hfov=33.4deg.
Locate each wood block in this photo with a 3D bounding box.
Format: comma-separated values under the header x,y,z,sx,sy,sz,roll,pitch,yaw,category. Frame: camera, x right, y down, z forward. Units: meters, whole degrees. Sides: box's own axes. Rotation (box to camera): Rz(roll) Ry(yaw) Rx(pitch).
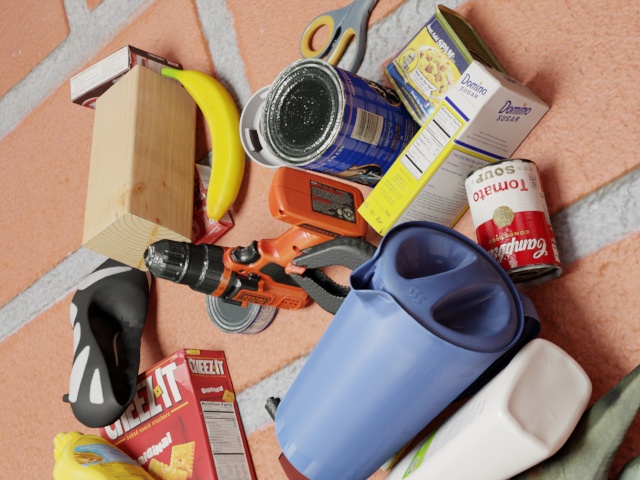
x,y,z,sx,sy,sz,roll,pitch,yaw,category
-0.204,-0.084,1.220,0.091,0.090,0.206,-30,49,37,wood block

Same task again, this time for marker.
x,y,z,sx,sy,sz,roll,pitch,yaw,category
-0.026,0.211,1.101,0.020,0.020,0.121,-48,56,24,marker

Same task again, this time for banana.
x,y,z,sx,sy,sz,roll,pitch,yaw,category
-0.121,-0.119,1.215,0.069,0.037,0.198,-21,72,3,banana

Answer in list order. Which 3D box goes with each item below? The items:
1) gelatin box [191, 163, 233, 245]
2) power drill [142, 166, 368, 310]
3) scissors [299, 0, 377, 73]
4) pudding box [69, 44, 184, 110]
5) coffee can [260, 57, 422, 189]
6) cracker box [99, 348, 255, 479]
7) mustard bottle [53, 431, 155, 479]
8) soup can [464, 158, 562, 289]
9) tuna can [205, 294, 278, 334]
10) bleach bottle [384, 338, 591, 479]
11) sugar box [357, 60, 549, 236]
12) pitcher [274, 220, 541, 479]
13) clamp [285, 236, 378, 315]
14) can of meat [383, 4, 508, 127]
x,y,z,sx,sy,sz,roll,pitch,yaw,category
-0.146,-0.033,1.237,0.073,0.030,0.089,-40,59,29,gelatin box
-0.057,0.001,1.036,0.188,0.184,0.057,-40,46,46,power drill
0.036,-0.259,1.131,0.096,0.016,0.202,30,102,39,scissors
-0.237,-0.191,1.302,0.114,0.089,0.039,-23,68,35,pudding box
0.027,-0.109,1.031,0.103,0.140,0.103,-8,78,39,coffee can
-0.160,0.247,1.174,0.164,0.072,0.214,-32,62,32,cracker box
-0.223,0.252,1.116,0.192,0.096,0.058,28,100,41,mustard bottle
0.169,-0.013,0.943,0.069,0.068,0.102,-22,68,36,soup can
-0.085,0.060,1.167,0.086,0.033,0.086,-8,78,39,tuna can
0.123,0.180,0.917,0.068,0.102,0.251,42,141,2,bleach bottle
0.121,-0.075,0.977,0.176,0.093,0.048,-54,54,19,sugar box
0.065,0.110,0.916,0.149,0.144,0.243,40,130,7,pitcher
0.057,0.033,0.968,0.171,0.039,0.120,22,110,4,clamp
0.119,-0.158,1.018,0.084,0.057,0.102,-46,57,27,can of meat
